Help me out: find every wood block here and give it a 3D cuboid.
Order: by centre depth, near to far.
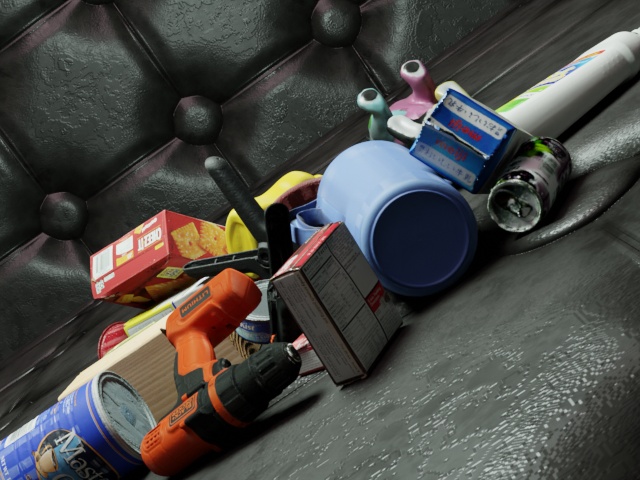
[{"bbox_3d":[-0.179,0.147,1.211,0.206,0.091,0.090,-34,8,13],"label":"wood block"}]

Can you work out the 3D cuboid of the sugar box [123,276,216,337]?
[{"bbox_3d":[-0.163,0.110,1.337,0.177,0.093,0.048,-27,12,39],"label":"sugar box"}]

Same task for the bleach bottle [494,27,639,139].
[{"bbox_3d":[0.285,-0.170,1.232,0.250,0.068,0.103,-36,9,-17],"label":"bleach bottle"}]

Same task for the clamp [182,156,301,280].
[{"bbox_3d":[-0.058,0.001,1.204,0.036,0.210,0.165,-49,-27,-52],"label":"clamp"}]

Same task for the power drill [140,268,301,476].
[{"bbox_3d":[-0.092,0.110,1.003,0.185,0.057,0.187,-38,28,20],"label":"power drill"}]

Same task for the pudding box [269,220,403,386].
[{"bbox_3d":[0.016,0.052,0.908,0.039,0.113,0.089,-24,14,37],"label":"pudding box"}]

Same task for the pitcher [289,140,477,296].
[{"bbox_3d":[0.064,-0.020,1.054,0.149,0.145,0.243,-53,11,4],"label":"pitcher"}]

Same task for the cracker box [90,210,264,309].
[{"bbox_3d":[-0.170,0.042,1.413,0.164,0.072,0.213,-28,-32,37],"label":"cracker box"}]

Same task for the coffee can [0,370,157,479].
[{"bbox_3d":[-0.249,0.213,1.087,0.140,0.103,0.103,-34,9,10],"label":"coffee can"}]

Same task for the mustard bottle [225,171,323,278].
[{"bbox_3d":[-0.041,-0.036,1.380,0.058,0.096,0.191,18,39,33],"label":"mustard bottle"}]

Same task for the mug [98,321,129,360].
[{"bbox_3d":[-0.233,0.144,1.458,0.082,0.093,0.117,-22,-4,40],"label":"mug"}]

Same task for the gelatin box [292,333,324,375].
[{"bbox_3d":[0.015,0.087,0.997,0.089,0.030,0.073,-25,14,48],"label":"gelatin box"}]

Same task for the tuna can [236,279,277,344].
[{"bbox_3d":[-0.054,0.077,1.170,0.086,0.034,0.086,-7,28,3],"label":"tuna can"}]

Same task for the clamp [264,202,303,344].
[{"bbox_3d":[-0.032,0.061,1.053,0.039,0.171,0.120,-6,42,-5],"label":"clamp"}]
